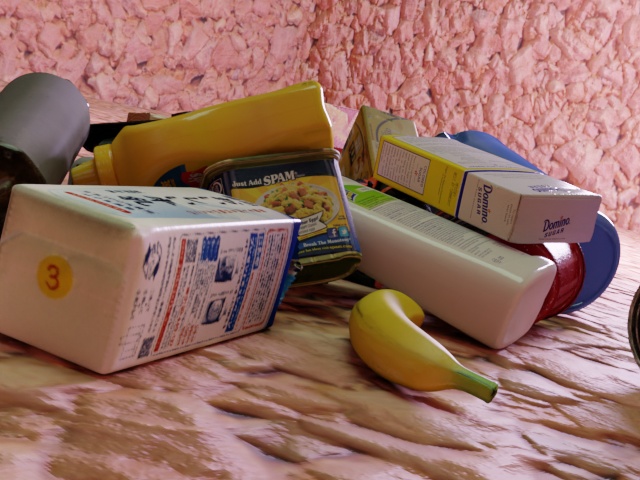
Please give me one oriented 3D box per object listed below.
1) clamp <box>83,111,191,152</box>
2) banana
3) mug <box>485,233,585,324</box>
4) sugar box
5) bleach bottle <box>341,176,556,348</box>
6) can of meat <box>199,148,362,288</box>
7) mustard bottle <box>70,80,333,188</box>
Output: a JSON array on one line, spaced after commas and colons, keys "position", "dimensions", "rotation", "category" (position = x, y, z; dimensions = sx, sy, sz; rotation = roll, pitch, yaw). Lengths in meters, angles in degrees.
[{"position": [-0.120, -0.090, 0.897], "dimensions": [0.171, 0.039, 0.120], "rotation": [-10, 22, -26], "category": "clamp"}, {"position": [0.049, 0.060, 0.654], "dimensions": [0.069, 0.037, 0.198], "rotation": [30, 6, -11], "category": "banana"}, {"position": [0.157, 0.028, 0.898], "dimensions": [0.117, 0.093, 0.081], "rotation": [-1, 6, 25], "category": "mug"}, {"position": [0.133, -0.043, 0.879], "dimensions": [0.093, 0.048, 0.176], "rotation": [-1, 22, -35], "category": "sugar box"}, {"position": [0.050, -0.004, 0.832], "dimensions": [0.251, 0.068, 0.102], "rotation": [28, 17, 22], "category": "bleach bottle"}, {"position": [-0.027, -0.013, 0.757], "dimensions": [0.102, 0.084, 0.057], "rotation": [-8, -19, -18], "category": "can of meat"}, {"position": [-0.088, -0.066, 0.786], "dimensions": [0.191, 0.058, 0.096], "rotation": [-13, -7, -3], "category": "mustard bottle"}]
